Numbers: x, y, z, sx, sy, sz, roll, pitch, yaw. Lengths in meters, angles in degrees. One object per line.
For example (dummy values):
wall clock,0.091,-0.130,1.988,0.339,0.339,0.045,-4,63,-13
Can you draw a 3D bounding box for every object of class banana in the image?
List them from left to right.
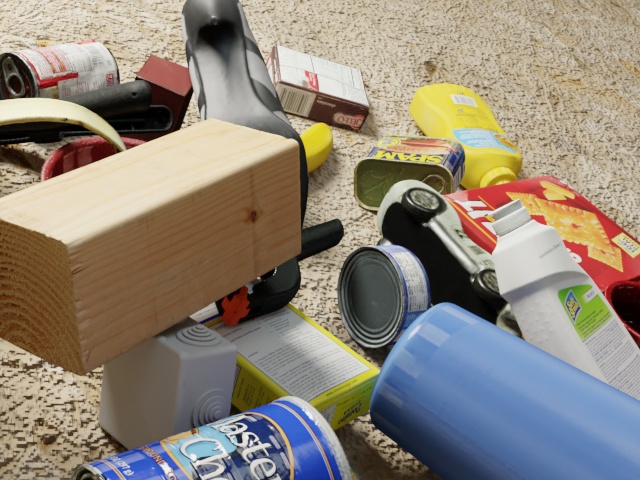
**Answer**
banana,-0.041,-0.086,1.069,0.197,0.037,0.070,-16,53,-45

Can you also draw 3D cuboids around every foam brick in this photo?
foam brick,-0.156,-0.128,1.020,0.051,0.078,0.053,23,33,-4

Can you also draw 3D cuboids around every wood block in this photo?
wood block,-0.111,-0.004,0.703,0.090,0.091,0.205,18,30,34

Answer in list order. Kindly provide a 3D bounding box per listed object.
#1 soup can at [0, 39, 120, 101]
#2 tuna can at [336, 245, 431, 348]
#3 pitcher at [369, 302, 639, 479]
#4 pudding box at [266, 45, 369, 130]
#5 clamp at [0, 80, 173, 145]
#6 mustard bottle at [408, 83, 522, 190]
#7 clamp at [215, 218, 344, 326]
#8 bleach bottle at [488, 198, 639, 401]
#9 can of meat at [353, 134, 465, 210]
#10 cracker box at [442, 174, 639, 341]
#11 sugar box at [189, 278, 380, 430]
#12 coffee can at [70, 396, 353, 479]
soup can,-0.248,-0.150,1.002,0.068,0.069,0.102,39,36,22
tuna can,0.053,0.046,0.899,0.033,0.086,0.086,-3,42,-38
pitcher,0.161,0.148,0.749,0.243,0.149,0.144,31,44,23
pudding box,-0.004,-0.174,1.216,0.113,0.039,0.090,15,34,-17
clamp,-0.229,-0.102,0.918,0.210,0.036,0.164,-7,-2,5
mustard bottle,0.175,-0.104,1.210,0.096,0.058,0.192,7,37,-26
clamp,-0.056,0.001,0.845,0.120,0.039,0.171,26,31,5
bleach bottle,0.211,0.081,0.862,0.102,0.068,0.251,-26,88,-50
can of meat,0.094,-0.069,1.093,0.102,0.057,0.083,6,27,17
cracker box,0.217,0.014,1.050,0.213,0.072,0.164,-11,46,-46
sugar box,-0.050,0.081,0.810,0.176,0.048,0.093,33,33,30
coffee can,-0.064,0.161,0.633,0.140,0.103,0.103,-14,48,-32
